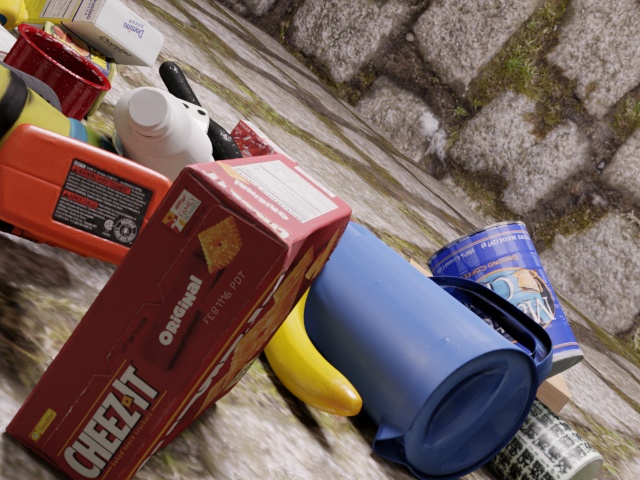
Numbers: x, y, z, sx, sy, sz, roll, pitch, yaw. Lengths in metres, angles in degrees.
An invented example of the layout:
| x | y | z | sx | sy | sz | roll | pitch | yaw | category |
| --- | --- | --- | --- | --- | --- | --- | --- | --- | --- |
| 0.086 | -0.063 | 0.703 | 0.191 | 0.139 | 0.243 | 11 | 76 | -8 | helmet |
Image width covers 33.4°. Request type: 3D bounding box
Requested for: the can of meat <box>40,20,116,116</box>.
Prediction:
| x | y | z | sx | sy | sz | roll | pitch | yaw | category |
| --- | --- | --- | --- | --- | --- | --- | --- | --- | --- |
| -0.270 | -0.186 | 1.144 | 0.083 | 0.057 | 0.102 | 30 | 13 | -22 | can of meat |

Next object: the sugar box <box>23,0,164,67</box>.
| x | y | z | sx | sy | sz | roll | pitch | yaw | category |
| --- | --- | --- | --- | --- | --- | --- | --- | --- | --- |
| -0.266 | -0.240 | 1.209 | 0.177 | 0.048 | 0.093 | 10 | -16 | 41 | sugar box |

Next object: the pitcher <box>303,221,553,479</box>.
| x | y | z | sx | sy | sz | roll | pitch | yaw | category |
| --- | --- | --- | --- | --- | --- | --- | --- | --- | --- |
| 0.073 | 0.080 | 0.933 | 0.149 | 0.145 | 0.243 | 22 | 16 | -43 | pitcher |

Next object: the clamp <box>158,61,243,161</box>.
| x | y | z | sx | sy | sz | roll | pitch | yaw | category |
| --- | --- | --- | --- | --- | --- | --- | --- | --- | --- |
| -0.140 | -0.131 | 1.256 | 0.172 | 0.039 | 0.120 | 42 | -21 | 23 | clamp |

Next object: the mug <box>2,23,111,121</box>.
| x | y | z | sx | sy | sz | roll | pitch | yaw | category |
| --- | --- | --- | --- | --- | --- | --- | --- | --- | --- |
| -0.239 | -0.127 | 0.936 | 0.093 | 0.081 | 0.117 | 40 | 12 | 12 | mug |

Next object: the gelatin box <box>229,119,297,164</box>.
| x | y | z | sx | sy | sz | roll | pitch | yaw | category |
| --- | --- | --- | --- | --- | --- | --- | --- | --- | --- |
| -0.083 | -0.092 | 1.301 | 0.089 | 0.073 | 0.030 | 42 | 13 | 17 | gelatin box |

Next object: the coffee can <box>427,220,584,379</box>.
| x | y | z | sx | sy | sz | roll | pitch | yaw | category |
| --- | --- | --- | --- | --- | --- | --- | --- | --- | --- |
| 0.175 | 0.066 | 1.016 | 0.102 | 0.103 | 0.140 | 16 | 50 | -62 | coffee can |

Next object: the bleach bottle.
| x | y | z | sx | sy | sz | roll | pitch | yaw | category |
| --- | --- | --- | --- | --- | --- | --- | --- | --- | --- |
| -0.126 | -0.066 | 0.856 | 0.102 | 0.068 | 0.251 | 41 | -11 | 9 | bleach bottle |

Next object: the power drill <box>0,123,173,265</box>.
| x | y | z | sx | sy | sz | roll | pitch | yaw | category |
| --- | --- | --- | --- | --- | --- | --- | --- | --- | --- |
| -0.182 | -0.033 | 0.636 | 0.184 | 0.057 | 0.188 | 20 | -6 | -31 | power drill |

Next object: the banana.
| x | y | z | sx | sy | sz | roll | pitch | yaw | category |
| --- | --- | --- | --- | --- | --- | --- | --- | --- | --- |
| -0.015 | 0.075 | 0.857 | 0.037 | 0.070 | 0.198 | 52 | 15 | -35 | banana |

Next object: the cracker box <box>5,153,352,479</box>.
| x | y | z | sx | sy | sz | roll | pitch | yaw | category |
| --- | --- | --- | --- | --- | --- | --- | --- | --- | --- |
| -0.064 | 0.037 | 0.606 | 0.072 | 0.164 | 0.213 | 36 | 11 | 4 | cracker box |
